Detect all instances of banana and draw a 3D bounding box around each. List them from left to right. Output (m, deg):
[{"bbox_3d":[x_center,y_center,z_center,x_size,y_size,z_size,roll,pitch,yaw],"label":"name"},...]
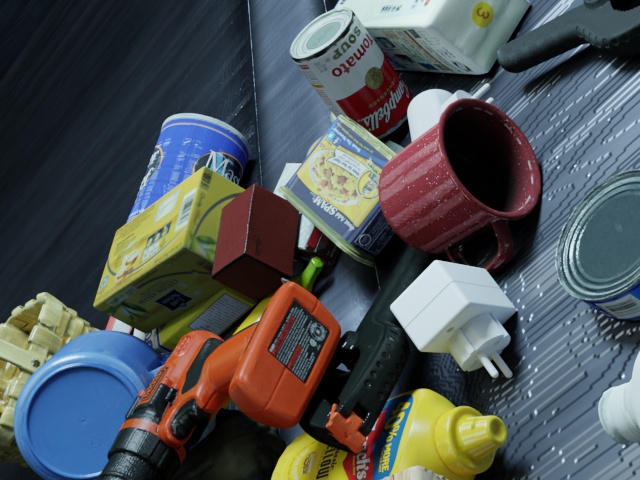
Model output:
[{"bbox_3d":[-0.067,0.094,0.909,0.197,0.037,0.070,-51,-17,-23],"label":"banana"}]

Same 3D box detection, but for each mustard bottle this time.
[{"bbox_3d":[0.044,0.146,0.690,0.192,0.058,0.096,-30,26,44],"label":"mustard bottle"}]

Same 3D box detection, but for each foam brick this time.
[{"bbox_3d":[-0.056,0.001,0.928,0.051,0.053,0.078,-34,38,42],"label":"foam brick"}]

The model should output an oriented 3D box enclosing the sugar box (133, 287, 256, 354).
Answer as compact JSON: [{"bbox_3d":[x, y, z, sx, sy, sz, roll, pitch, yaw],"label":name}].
[{"bbox_3d":[-0.129,0.067,1.082,0.176,0.048,0.093,-39,33,33],"label":"sugar box"}]

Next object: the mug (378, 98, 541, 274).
[{"bbox_3d":[0.099,-0.030,0.755,0.082,0.093,0.117,-36,72,48],"label":"mug"}]

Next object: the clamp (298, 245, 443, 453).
[{"bbox_3d":[0.018,0.089,0.749,0.165,0.036,0.210,-44,11,24],"label":"clamp"}]

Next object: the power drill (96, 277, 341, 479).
[{"bbox_3d":[-0.079,0.115,0.747,0.188,0.057,0.184,-30,25,43],"label":"power drill"}]

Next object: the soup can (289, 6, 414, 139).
[{"bbox_3d":[0.028,-0.145,0.935,0.069,0.102,0.068,-28,33,20],"label":"soup can"}]

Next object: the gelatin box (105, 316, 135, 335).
[{"bbox_3d":[-0.226,0.130,1.166,0.089,0.030,0.073,110,175,-63],"label":"gelatin box"}]

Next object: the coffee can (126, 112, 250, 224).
[{"bbox_3d":[-0.143,-0.052,1.159,0.103,0.102,0.140,-22,46,51],"label":"coffee can"}]

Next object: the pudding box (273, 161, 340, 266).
[{"bbox_3d":[-0.010,-0.027,0.978,0.114,0.039,0.090,7,70,59],"label":"pudding box"}]

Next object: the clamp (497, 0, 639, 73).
[{"bbox_3d":[0.206,-0.177,0.755,0.172,0.039,0.120,8,75,55],"label":"clamp"}]

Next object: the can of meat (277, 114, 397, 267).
[{"bbox_3d":[0.029,-0.043,0.875,0.102,0.057,0.084,42,100,30],"label":"can of meat"}]

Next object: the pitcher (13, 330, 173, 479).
[{"bbox_3d":[-0.187,0.142,0.937,0.243,0.145,0.149,152,139,-82],"label":"pitcher"}]
